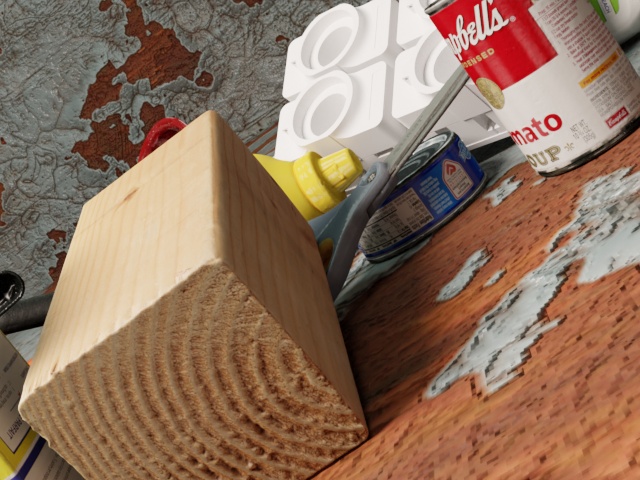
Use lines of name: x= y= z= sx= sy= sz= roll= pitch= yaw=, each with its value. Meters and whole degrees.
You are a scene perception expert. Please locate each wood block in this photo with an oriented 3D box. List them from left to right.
wood block: x=-0.053 y=0.026 z=0.461 sx=0.091 sy=0.090 sz=0.206 roll=-36 pitch=20 yaw=8

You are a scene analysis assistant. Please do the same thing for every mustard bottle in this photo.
mustard bottle: x=-0.054 y=0.001 z=0.678 sx=0.192 sy=0.096 sz=0.058 roll=-33 pitch=9 yaw=19

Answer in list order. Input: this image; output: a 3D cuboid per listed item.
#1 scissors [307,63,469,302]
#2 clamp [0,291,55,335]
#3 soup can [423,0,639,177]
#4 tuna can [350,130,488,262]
scissors: x=0.018 y=-0.026 z=0.580 sx=0.201 sy=0.016 sz=0.096 roll=-58 pitch=24 yaw=-11
clamp: x=-0.169 y=0.049 z=0.955 sx=0.210 sy=0.036 sz=0.164 roll=-23 pitch=-18 yaw=9
soup can: x=0.107 y=-0.091 z=0.523 sx=0.068 sy=0.102 sz=0.068 roll=-35 pitch=9 yaw=6
tuna can: x=0.052 y=-0.026 z=0.617 sx=0.086 sy=0.033 sz=0.086 roll=-35 pitch=9 yaw=6
